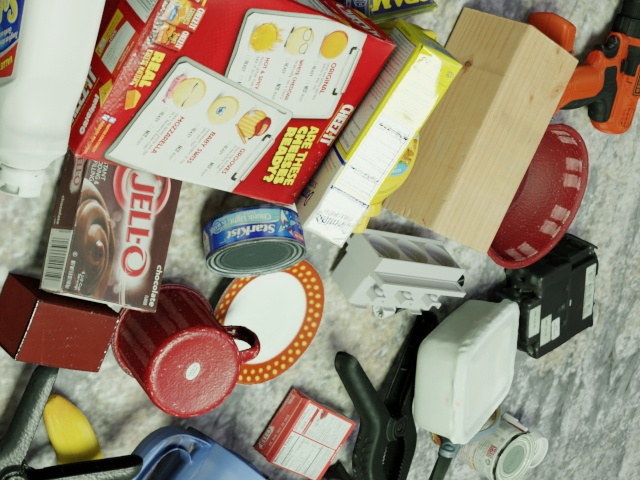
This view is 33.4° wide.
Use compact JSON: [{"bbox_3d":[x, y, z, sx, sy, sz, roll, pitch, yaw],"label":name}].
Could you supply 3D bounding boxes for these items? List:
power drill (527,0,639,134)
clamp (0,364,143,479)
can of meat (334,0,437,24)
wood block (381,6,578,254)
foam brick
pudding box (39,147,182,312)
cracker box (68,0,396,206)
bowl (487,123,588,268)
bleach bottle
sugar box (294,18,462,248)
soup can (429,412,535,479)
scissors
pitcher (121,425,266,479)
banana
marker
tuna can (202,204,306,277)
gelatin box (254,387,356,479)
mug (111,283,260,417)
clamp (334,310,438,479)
[{"bbox_3d":[0.290,-0.199,1.125,0.187,0.057,0.184,-7,115,-40],"label":"power drill"},{"bbox_3d":[-0.239,0.174,0.835,0.171,0.039,0.120,-29,101,-9],"label":"clamp"},{"bbox_3d":[0.051,-0.233,0.897,0.101,0.058,0.084,-19,120,-34],"label":"can of meat"},{"bbox_3d":[0.147,-0.104,1.022,0.090,0.091,0.206,21,96,-45],"label":"wood block"},{"bbox_3d":[-0.204,0.064,0.818,0.078,0.053,0.051,17,98,-46],"label":"foam brick"},{"bbox_3d":[-0.159,-0.008,0.815,0.089,0.039,0.113,17,83,-44],"label":"pudding box"},{"bbox_3d":[-0.071,-0.124,0.805,0.213,0.072,0.164,11,122,-45],"label":"cracker box"},{"bbox_3d":[0.209,-0.054,1.124,0.161,0.055,0.162,-20,125,-32],"label":"bowl"},{"bbox_3d":[-0.178,-0.149,0.699,0.067,0.103,0.251,0,110,-37],"label":"bleach bottle"},{"bbox_3d":[0.042,-0.088,0.872,0.048,0.093,0.176,26,108,-17],"label":"sugar box"},{"bbox_3d":[0.183,0.225,1.208,0.068,0.102,0.068,-19,122,-35],"label":"soup can"},{"bbox_3d":[0.121,0.212,1.130,0.201,0.096,0.016,-30,135,-46],"label":"scissors"},{"bbox_3d":[-0.139,0.285,0.914,0.242,0.149,0.145,-52,172,-17],"label":"pitcher"},{"bbox_3d":[-0.213,0.218,0.898,0.069,0.037,0.198,-2,112,-43],"label":"banana"},{"bbox_3d":[0.105,0.055,1.114,0.120,0.020,0.020,-19,122,-35],"label":"marker"},{"bbox_3d":[-0.056,0.001,0.898,0.085,0.086,0.034,12,61,-44],"label":"tuna can"},{"bbox_3d":[-0.015,0.195,1.068,0.089,0.030,0.073,35,87,-46],"label":"gelatin box"},{"bbox_3d":[-0.105,0.092,0.882,0.117,0.082,0.093,-3,111,-26],"label":"mug"},{"bbox_3d":[0.074,0.180,1.109,0.164,0.036,0.210,-27,121,-45],"label":"clamp"}]
